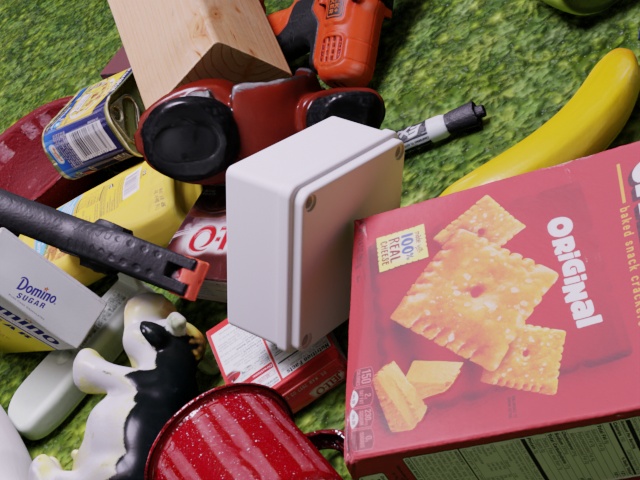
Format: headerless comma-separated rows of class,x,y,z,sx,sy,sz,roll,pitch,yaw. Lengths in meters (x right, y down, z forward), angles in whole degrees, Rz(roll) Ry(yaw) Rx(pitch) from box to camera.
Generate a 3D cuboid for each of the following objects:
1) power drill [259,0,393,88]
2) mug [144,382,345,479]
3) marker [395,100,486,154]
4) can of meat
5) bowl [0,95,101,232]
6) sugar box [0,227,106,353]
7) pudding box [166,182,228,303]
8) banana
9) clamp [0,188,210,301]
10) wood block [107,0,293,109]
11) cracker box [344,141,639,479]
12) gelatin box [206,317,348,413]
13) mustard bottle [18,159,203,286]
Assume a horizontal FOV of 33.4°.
power drill,-0.017,-0.212,0.911,0.188,0.057,0.184,0,75,45
mug,-0.024,0.133,0.571,0.117,0.093,0.082,-12,31,-29
marker,0.062,-0.072,0.769,0.121,0.020,0.020,-20,39,22
can of meat,-0.176,-0.102,0.902,0.084,0.057,0.102,-16,29,31
bowl,-0.258,-0.060,0.996,0.162,0.055,0.162,-23,38,19
sugar box,-0.234,0.042,0.792,0.177,0.093,0.048,-9,45,60
pudding box,-0.055,0.001,0.771,0.114,0.039,0.090,2,53,42
banana,0.140,-0.062,0.655,0.197,0.037,0.070,-35,40,-17
clamp,-0.158,0.001,0.735,0.172,0.120,0.039,13,87,35
wood block,-0.112,-0.195,0.893,0.091,0.090,0.206,-41,56,27
cracker box,0.120,0.039,0.541,0.214,0.072,0.164,-16,44,22
gelatin box,-0.027,0.072,0.678,0.073,0.030,0.089,-34,36,2
mustard bottle,-0.188,-0.003,0.871,0.192,0.058,0.096,-26,36,15
